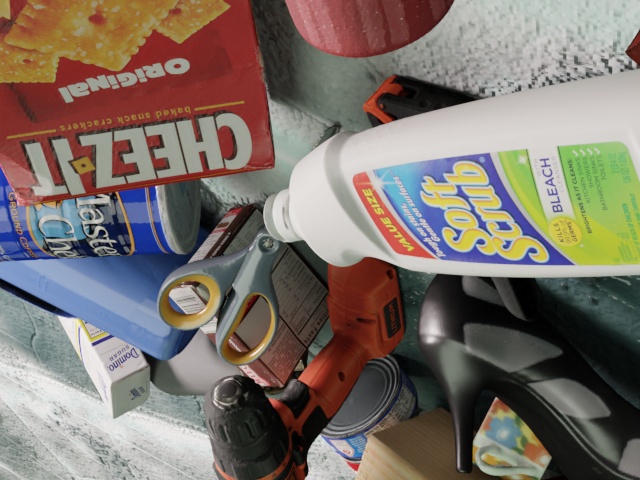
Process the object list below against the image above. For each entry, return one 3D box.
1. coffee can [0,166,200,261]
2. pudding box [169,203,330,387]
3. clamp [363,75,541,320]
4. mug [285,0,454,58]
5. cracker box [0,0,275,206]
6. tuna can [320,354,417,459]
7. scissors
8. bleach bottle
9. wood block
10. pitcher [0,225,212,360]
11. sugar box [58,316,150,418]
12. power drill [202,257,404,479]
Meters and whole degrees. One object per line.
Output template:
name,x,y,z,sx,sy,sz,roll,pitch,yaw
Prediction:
coffee can,-0.162,-0.038,0.740,0.140,0.103,0.103,-3,142,7
pudding box,-0.048,0.043,0.808,0.039,0.090,0.113,-8,129,49
clamp,0.102,-0.031,0.599,0.171,0.039,0.120,45,137,-12
mug,0.005,-0.137,0.485,0.117,0.093,0.081,-1,143,20
cracker box,-0.117,-0.118,0.585,0.164,0.072,0.214,-8,142,-1
tuna can,0.035,0.132,0.857,0.086,0.086,0.033,0,137,46
scissors,-0.055,0.001,0.719,0.096,0.016,0.202,13,122,-2
bleach bottle,0.079,-0.020,0.553,0.251,0.068,0.102,-8,116,36
wood block,0.126,0.221,0.776,0.206,0.090,0.090,33,118,36
pitcher,-0.200,0.001,0.867,0.243,0.145,0.149,30,178,4
sugar box,-0.216,0.071,0.996,0.176,0.048,0.093,55,157,19
power drill,-0.011,0.095,0.747,0.057,0.187,0.184,24,151,22
